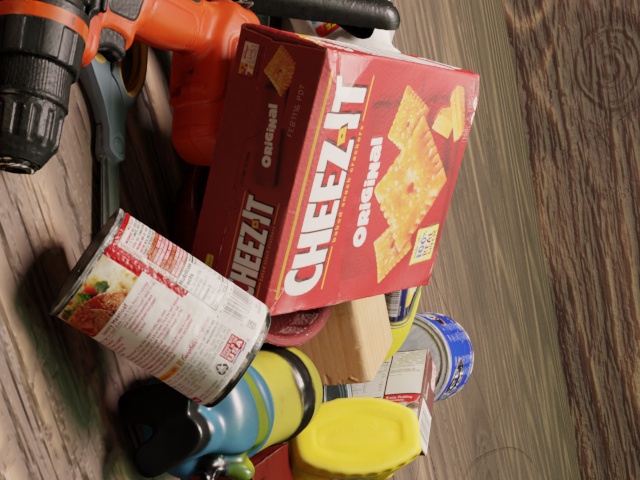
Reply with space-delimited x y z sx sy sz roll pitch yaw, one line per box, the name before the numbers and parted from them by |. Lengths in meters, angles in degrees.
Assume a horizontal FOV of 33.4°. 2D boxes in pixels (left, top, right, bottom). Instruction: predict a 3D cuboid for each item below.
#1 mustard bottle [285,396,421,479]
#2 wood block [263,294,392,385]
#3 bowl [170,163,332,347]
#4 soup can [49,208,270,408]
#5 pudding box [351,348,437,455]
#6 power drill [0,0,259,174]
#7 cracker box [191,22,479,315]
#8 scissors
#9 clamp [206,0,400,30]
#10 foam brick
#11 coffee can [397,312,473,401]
mustard bottle | 0.014 0.175 0.854 0.192 0.096 0.058 110 -26 -66
wood block | -0.009 0.008 0.875 0.090 0.091 0.206 -48 129 -66
bowl | -0.055 0.001 0.756 0.161 0.055 0.162 30 51 -47
soup can | -0.086 0.038 0.586 0.102 0.069 0.068 34 37 -14
pudding box | 0.062 0.158 1.040 0.113 0.090 0.039 -73 149 -50
power drill | -0.110 -0.106 0.612 0.187 0.057 0.184 27 65 -56
cracker box | 0.018 -0.045 0.704 0.213 0.072 0.164 -6 113 -58
scissors | -0.135 -0.073 0.640 0.096 0.016 0.201 53 35 -54
clamp | -0.070 -0.153 0.728 0.209 0.165 0.036 32 25 -30
foam brick | -0.054 0.175 0.739 0.078 0.051 0.053 -5 88 -72
coffee can | 0.104 0.129 1.157 0.140 0.103 0.103 11 73 -71
